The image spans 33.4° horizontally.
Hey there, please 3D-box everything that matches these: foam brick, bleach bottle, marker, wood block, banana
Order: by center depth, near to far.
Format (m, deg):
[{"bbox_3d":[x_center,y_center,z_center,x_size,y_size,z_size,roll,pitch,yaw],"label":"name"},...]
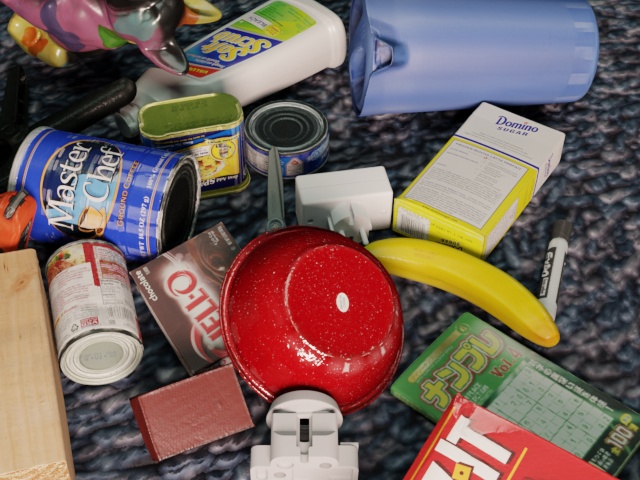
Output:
[{"bbox_3d":[-0.241,0.115,0.800,0.090,0.091,0.206,-12,47,-12],"label":"wood block"},{"bbox_3d":[-0.097,0.129,0.801,0.078,0.053,0.051,-18,86,-17],"label":"foam brick"},{"bbox_3d":[0.116,0.038,0.914,0.198,0.037,0.069,19,45,20],"label":"banana"},{"bbox_3d":[0.206,0.024,0.943,0.020,0.020,0.121,13,47,12],"label":"marker"},{"bbox_3d":[-0.097,-0.171,1.102,0.250,0.068,0.103,-34,53,-26],"label":"bleach bottle"}]

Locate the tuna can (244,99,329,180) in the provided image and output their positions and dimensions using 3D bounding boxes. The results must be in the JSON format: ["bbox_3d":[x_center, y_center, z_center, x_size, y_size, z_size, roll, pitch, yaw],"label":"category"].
[{"bbox_3d":[-0.034,-0.100,1.051,0.086,0.034,0.086,0,46,0],"label":"tuna can"}]

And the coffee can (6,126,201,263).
[{"bbox_3d":[-0.188,-0.038,0.941,0.140,0.103,0.102,11,47,10],"label":"coffee can"}]

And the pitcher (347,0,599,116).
[{"bbox_3d":[0.149,-0.197,1.094,0.242,0.145,0.149,-1,58,-7],"label":"pitcher"}]

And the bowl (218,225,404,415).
[{"bbox_3d":[0.005,0.055,0.836,0.162,0.055,0.162,8,67,-21],"label":"bowl"}]

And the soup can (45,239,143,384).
[{"bbox_3d":[-0.185,0.058,0.872,0.068,0.068,0.102,-11,47,-11],"label":"soup can"}]

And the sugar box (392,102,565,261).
[{"bbox_3d":[0.151,-0.056,1.004,0.093,0.048,0.176,26,47,23],"label":"sugar box"}]

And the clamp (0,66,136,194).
[{"bbox_3d":[-0.296,-0.098,1.033,0.165,0.036,0.209,16,56,35],"label":"clamp"}]

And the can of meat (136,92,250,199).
[{"bbox_3d":[-0.120,-0.087,1.003,0.102,0.084,0.057,-11,47,-11],"label":"can of meat"}]

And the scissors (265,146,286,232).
[{"bbox_3d":[-0.056,0.001,0.948,0.096,0.016,0.202,-16,55,-9],"label":"scissors"}]

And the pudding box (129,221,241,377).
[{"bbox_3d":[-0.091,0.052,0.880,0.090,0.039,0.114,-29,60,-15],"label":"pudding box"}]
